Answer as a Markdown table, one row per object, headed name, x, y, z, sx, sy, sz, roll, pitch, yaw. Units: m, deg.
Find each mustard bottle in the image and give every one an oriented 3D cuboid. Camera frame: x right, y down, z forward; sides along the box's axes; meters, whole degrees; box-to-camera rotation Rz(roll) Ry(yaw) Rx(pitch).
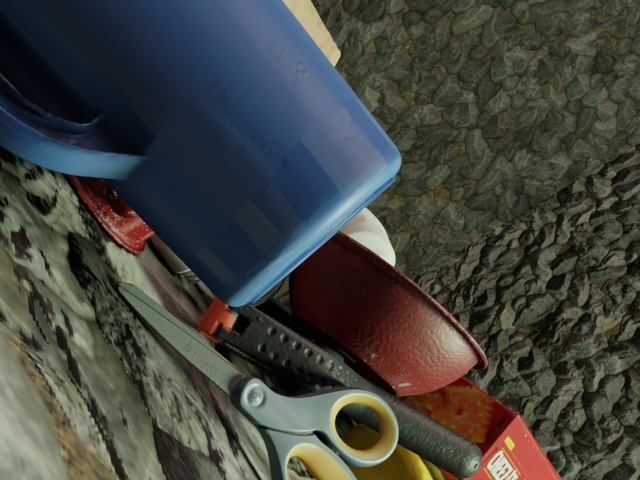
| name | x | y | z | sx | sy | sz | roll | pitch | yaw |
| --- | --- | --- | --- | --- | --- | --- | --- | --- | --- |
| mustard bottle | 0.080 | 0.221 | 0.782 | 0.096 | 0.058 | 0.191 | 31 | -22 | 56 |

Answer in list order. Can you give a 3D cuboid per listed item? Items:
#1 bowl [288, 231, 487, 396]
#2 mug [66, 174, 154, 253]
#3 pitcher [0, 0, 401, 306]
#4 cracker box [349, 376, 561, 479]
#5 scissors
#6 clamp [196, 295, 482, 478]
| name | x | y | z | sx | sy | sz | roll | pitch | yaw |
| --- | --- | --- | --- | --- | --- | --- | --- | --- | --- |
| bowl | 0.032 | 0.056 | 0.722 | 0.162 | 0.055 | 0.162 | 37 | -10 | 7 |
| mug | -0.092 | -0.048 | 0.594 | 0.093 | 0.081 | 0.117 | 57 | 6 | -22 |
| pitcher | -0.084 | -0.086 | 0.486 | 0.243 | 0.149 | 0.145 | 49 | -3 | 1 |
| cracker box | 0.083 | 0.140 | 0.849 | 0.214 | 0.072 | 0.164 | 35 | -13 | 42 |
| scissors | -0.022 | 0.078 | 0.585 | 0.016 | 0.096 | 0.201 | -6 | -60 | 55 |
| clamp | 0.004 | 0.088 | 0.670 | 0.165 | 0.036 | 0.209 | 21 | -13 | 37 |
